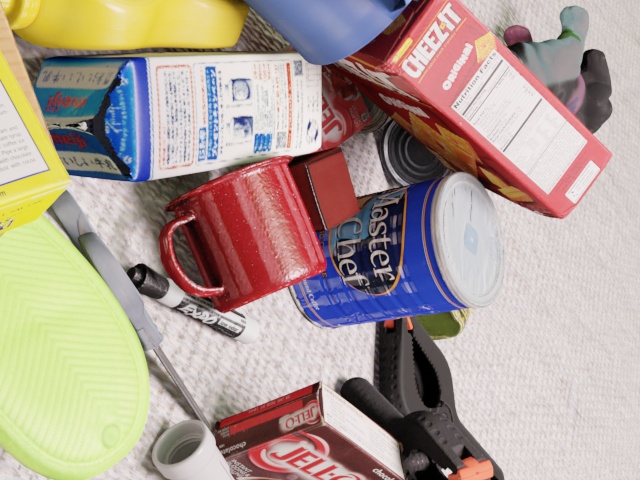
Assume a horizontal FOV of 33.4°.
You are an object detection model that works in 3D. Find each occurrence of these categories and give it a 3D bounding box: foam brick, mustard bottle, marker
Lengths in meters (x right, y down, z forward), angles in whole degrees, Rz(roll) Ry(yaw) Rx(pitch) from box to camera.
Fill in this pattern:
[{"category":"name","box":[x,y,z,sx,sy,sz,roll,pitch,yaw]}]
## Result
[{"category":"foam brick","box":[-0.021,-0.032,0.787,0.052,0.078,0.051,-31,108,-52]},{"category":"mustard bottle","box":[-0.136,-0.151,0.652,0.096,0.058,0.191,39,29,22]},{"category":"marker","box":[-0.086,0.044,0.724,0.121,0.020,0.020,32,55,-46]}]

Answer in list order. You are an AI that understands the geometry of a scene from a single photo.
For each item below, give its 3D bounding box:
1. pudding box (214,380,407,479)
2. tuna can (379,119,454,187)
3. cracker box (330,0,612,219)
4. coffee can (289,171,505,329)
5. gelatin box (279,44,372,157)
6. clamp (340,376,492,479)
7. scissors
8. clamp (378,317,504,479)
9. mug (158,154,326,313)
[{"category":"pudding box","box":[-0.006,0.148,0.742,0.113,0.090,0.039,41,35,-43]},{"category":"tuna can","box":[0.097,-0.083,0.958,0.033,0.086,0.086,-22,98,-53]},{"category":"cracker box","box":[0.090,-0.112,0.792,0.213,0.164,0.072,34,91,-35]},{"category":"coffee can","box":[0.057,0.010,0.828,0.102,0.141,0.103,20,65,-51]},{"category":"gelatin box","box":[-0.006,-0.116,0.856,0.073,0.030,0.089,-37,111,-33]},{"category":"clamp","box":[0.070,0.174,0.801,0.039,0.172,0.120,-20,103,-23]},{"category":"scissors","box":[-0.105,0.056,0.649,0.016,0.096,0.201,-34,112,-12]},{"category":"clamp","box":[0.090,0.164,0.921,0.164,0.036,0.210,-37,109,-53]},{"category":"mug","box":[-0.055,0.001,0.709,0.117,0.093,0.081,-21,88,-43]}]
